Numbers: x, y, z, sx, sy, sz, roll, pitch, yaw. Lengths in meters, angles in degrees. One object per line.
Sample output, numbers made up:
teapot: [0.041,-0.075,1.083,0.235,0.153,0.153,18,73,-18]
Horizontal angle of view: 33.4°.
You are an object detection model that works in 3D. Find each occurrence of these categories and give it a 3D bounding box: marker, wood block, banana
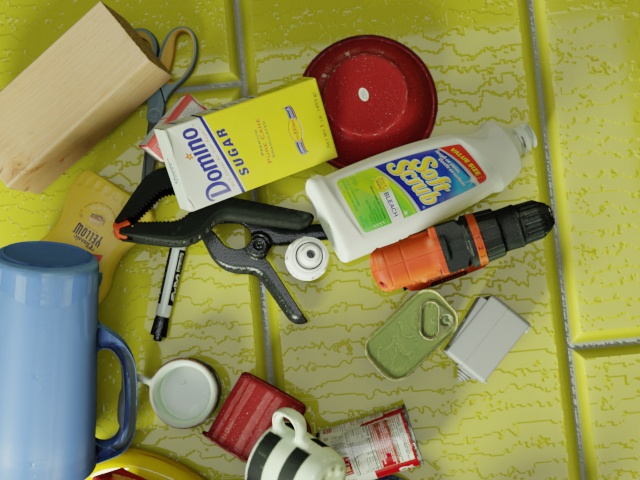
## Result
marker: [-0.171,0.054,1.200,0.020,0.020,0.121,12,87,4]
wood block: [-0.277,-0.153,1.176,0.206,0.090,0.091,-41,82,5]
banana: [-0.180,0.269,1.180,0.198,0.037,0.070,13,106,6]

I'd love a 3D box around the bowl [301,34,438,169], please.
bowl: [0.051,-0.156,1.185,0.162,0.055,0.162,0,86,4]

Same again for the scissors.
scissors: [-0.204,-0.156,1.219,0.096,0.016,0.202,23,88,6]

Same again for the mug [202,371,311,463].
mug: [-0.059,0.200,1.155,0.117,0.093,0.081,32,83,-22]

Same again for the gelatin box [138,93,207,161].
gelatin box: [-0.161,-0.122,1.166,0.030,0.089,0.073,40,84,-14]

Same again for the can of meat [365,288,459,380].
can of meat: [0.097,0.101,1.149,0.102,0.084,0.057,-44,85,-1]

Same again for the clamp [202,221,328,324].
clamp: [-0.058,0.001,1.190,0.171,0.039,0.120,34,77,2]

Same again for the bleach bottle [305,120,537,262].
bleach bottle: [0.117,-0.071,1.162,0.250,0.068,0.102,-25,82,-9]

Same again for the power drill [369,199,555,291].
power drill: [0.142,0.007,1.102,0.184,0.187,0.057,-17,84,3]

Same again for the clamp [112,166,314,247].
clamp: [-0.131,-0.059,1.167,0.209,0.036,0.164,-18,70,-13]

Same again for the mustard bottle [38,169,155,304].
mustard bottle: [-0.273,0.024,1.189,0.096,0.058,0.191,32,89,0]

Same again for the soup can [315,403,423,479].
soup can: [0.053,0.224,1.151,0.102,0.068,0.068,-18,85,2]

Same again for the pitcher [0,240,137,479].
pitcher: [-0.283,0.129,1.117,0.145,0.149,0.243,15,106,27]

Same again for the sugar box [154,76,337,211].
sugar box: [-0.077,-0.103,1.129,0.176,0.048,0.093,-23,106,-21]
